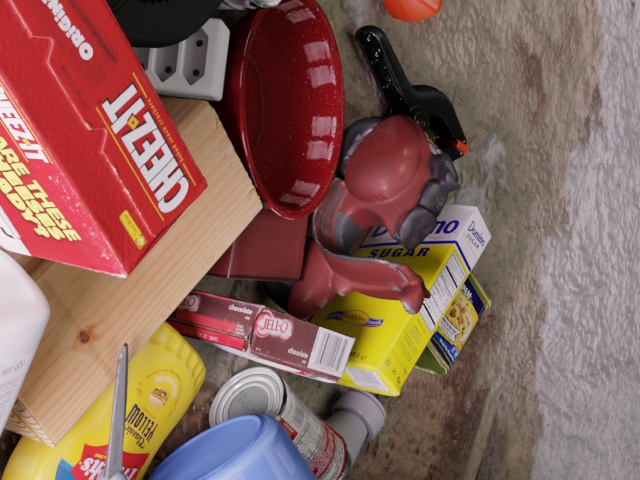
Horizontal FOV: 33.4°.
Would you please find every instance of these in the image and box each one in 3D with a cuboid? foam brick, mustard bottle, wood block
[{"bbox_3d":[-0.055,0.001,0.774,0.078,0.053,0.051,6,92,-51],"label":"foam brick"},{"bbox_3d":[-0.150,0.139,0.681,0.191,0.058,0.096,-60,145,-23],"label":"mustard bottle"},{"bbox_3d":[-0.139,0.010,0.647,0.205,0.090,0.091,-51,132,-31],"label":"wood block"}]

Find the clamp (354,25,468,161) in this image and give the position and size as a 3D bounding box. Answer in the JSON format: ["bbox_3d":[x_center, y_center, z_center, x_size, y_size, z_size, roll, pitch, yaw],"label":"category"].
[{"bbox_3d":[0.071,-0.111,0.911,0.171,0.039,0.120,4,103,-49],"label":"clamp"}]

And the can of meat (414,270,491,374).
[{"bbox_3d":[0.100,0.061,0.963,0.084,0.058,0.102,-57,133,-23],"label":"can of meat"}]

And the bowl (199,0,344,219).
[{"bbox_3d":[-0.039,-0.096,0.757,0.161,0.055,0.162,-11,102,-64],"label":"bowl"}]

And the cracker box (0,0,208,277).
[{"bbox_3d":[-0.174,-0.077,0.494,0.072,0.214,0.164,-51,131,-31],"label":"cracker box"}]

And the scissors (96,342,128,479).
[{"bbox_3d":[-0.136,0.163,0.632,0.096,0.016,0.202,-42,143,-44],"label":"scissors"}]

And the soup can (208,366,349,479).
[{"bbox_3d":[-0.031,0.150,0.816,0.102,0.069,0.068,51,59,-41],"label":"soup can"}]

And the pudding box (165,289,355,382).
[{"bbox_3d":[-0.044,0.067,0.769,0.113,0.090,0.039,27,77,-49],"label":"pudding box"}]

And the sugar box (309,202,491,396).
[{"bbox_3d":[0.061,0.042,0.886,0.176,0.094,0.048,-58,135,-27],"label":"sugar box"}]
